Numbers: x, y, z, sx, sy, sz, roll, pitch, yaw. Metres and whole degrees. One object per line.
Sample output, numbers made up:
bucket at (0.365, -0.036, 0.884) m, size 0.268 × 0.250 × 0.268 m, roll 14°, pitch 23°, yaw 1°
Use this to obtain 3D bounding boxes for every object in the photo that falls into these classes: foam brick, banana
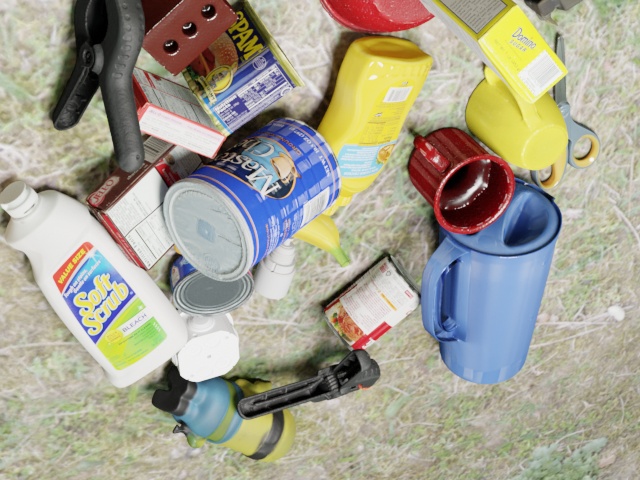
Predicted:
foam brick at (-0.119, -0.192, 0.913) m, size 0.078 × 0.051 × 0.053 m, roll -41°, pitch 134°, yaw 9°
banana at (-0.058, -0.014, 1.084) m, size 0.197 × 0.069 × 0.037 m, roll 4°, pitch 143°, yaw -27°

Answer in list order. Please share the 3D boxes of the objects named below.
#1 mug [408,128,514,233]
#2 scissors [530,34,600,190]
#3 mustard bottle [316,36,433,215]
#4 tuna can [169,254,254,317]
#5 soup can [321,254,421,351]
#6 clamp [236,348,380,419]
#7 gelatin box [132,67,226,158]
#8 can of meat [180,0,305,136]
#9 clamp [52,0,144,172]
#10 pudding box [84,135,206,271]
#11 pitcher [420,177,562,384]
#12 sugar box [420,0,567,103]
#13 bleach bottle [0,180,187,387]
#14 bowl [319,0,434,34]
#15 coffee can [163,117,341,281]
mug at (0.137, -0.072, 1.122) m, size 0.117 × 0.081 × 0.093 m, roll 34°, pitch 103°, yaw -36°
scissors at (0.283, -0.143, 1.189) m, size 0.096 × 0.016 × 0.202 m, roll -12°, pitch 131°, yaw -21°
mustard bottle at (0.038, -0.106, 1.059) m, size 0.096 × 0.058 × 0.192 m, roll -12°, pitch 135°, yaw -45°
tuna can at (-0.114, 0.042, 1.110) m, size 0.086 × 0.034 × 0.086 m, roll -10°, pitch 143°, yaw -8°
soup can at (0.061, 0.073, 1.217) m, size 0.102 × 0.068 × 0.068 m, roll -40°, pitch 134°, yaw 8°
clamp at (0.021, 0.159, 1.225) m, size 0.165 × 0.036 × 0.209 m, roll -26°, pitch 166°, yaw 26°
gelatin box at (-0.136, -0.115, 0.953) m, size 0.089 × 0.073 × 0.030 m, roll 19°, pitch 116°, yaw -37°
can of meat at (-0.073, -0.151, 0.938) m, size 0.084 × 0.102 × 0.057 m, roll -35°, pitch 135°, yaw 6°
clamp at (-0.174, -0.144, 0.885) m, size 0.039 × 0.120 × 0.172 m, roll -20°, pitch 136°, yaw -46°
pudding box at (-0.154, -0.041, 1.004) m, size 0.113 × 0.039 × 0.090 m, roll -46°, pitch 138°, yaw -18°
pitcher at (0.189, 0.058, 1.230) m, size 0.149 × 0.145 × 0.243 m, roll 2°, pitch 134°, yaw 4°
sugar box at (0.122, -0.190, 0.874) m, size 0.048 × 0.176 × 0.093 m, roll -41°, pitch 134°, yaw 11°
bleach bottle at (-0.232, 0.038, 1.041) m, size 0.102 × 0.068 × 0.250 m, roll -33°, pitch 132°, yaw 1°
bowl at (0.076, -0.249, 0.965) m, size 0.162 × 0.055 × 0.162 m, roll -14°, pitch 132°, yaw -17°
coffee can at (-0.062, -0.040, 0.994) m, size 0.140 × 0.103 × 0.103 m, roll -39°, pitch 145°, yaw -40°
